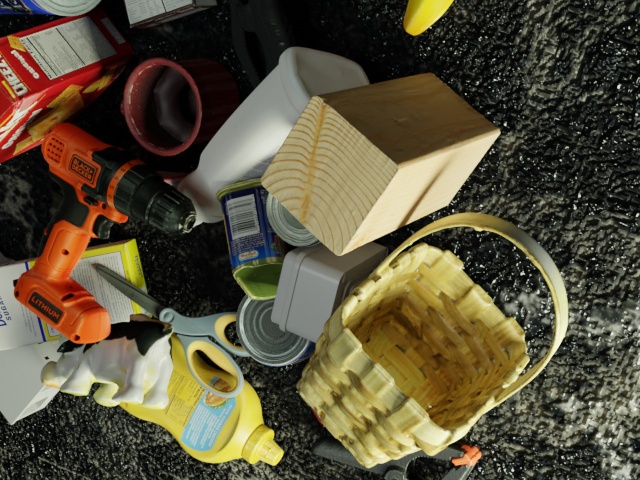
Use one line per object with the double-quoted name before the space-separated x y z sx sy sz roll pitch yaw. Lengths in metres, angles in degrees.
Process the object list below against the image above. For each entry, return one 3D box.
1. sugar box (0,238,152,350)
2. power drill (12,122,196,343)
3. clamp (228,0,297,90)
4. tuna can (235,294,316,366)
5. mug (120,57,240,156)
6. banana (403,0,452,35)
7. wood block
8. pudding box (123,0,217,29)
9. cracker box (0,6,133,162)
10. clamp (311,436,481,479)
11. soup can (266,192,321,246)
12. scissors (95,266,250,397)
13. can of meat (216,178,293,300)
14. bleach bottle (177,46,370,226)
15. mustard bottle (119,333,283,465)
"sugar box" -0.281 0.059 1.166 0.176 0.048 0.093 -10 97 10
"power drill" -0.214 0.002 1.031 0.185 0.057 0.188 32 109 26
"clamp" -0.064 -0.217 0.986 0.165 0.036 0.210 36 143 49
"tuna can" -0.040 0.082 1.061 0.086 0.033 0.086 0 89 22
"mug" -0.142 -0.134 1.050 0.117 0.081 0.093 -2 101 31
"banana" 0.106 -0.272 0.899 0.070 0.037 0.198 16 110 45
"wood block" 0.055 -0.070 0.877 0.090 0.205 0.091 43 120 15
"pudding box" -0.158 -0.274 1.050 0.090 0.039 0.113 -9 95 34
"cracker box" -0.303 -0.140 1.064 0.164 0.213 0.072 -37 94 31
"clamp" 0.071 0.222 1.041 0.172 0.039 0.120 -34 89 26
"soup can" 0.004 -0.037 0.976 0.069 0.102 0.068 8 107 29
"scissors" -0.138 0.073 1.111 0.096 0.016 0.202 -40 77 -5
"can of meat" -0.057 0.001 1.006 0.057 0.102 0.084 -13 68 6
"bleach bottle" -0.064 -0.081 0.996 0.251 0.102 0.068 -35 63 40
"mustard bottle" -0.121 0.178 1.127 0.192 0.058 0.096 30 93 20
